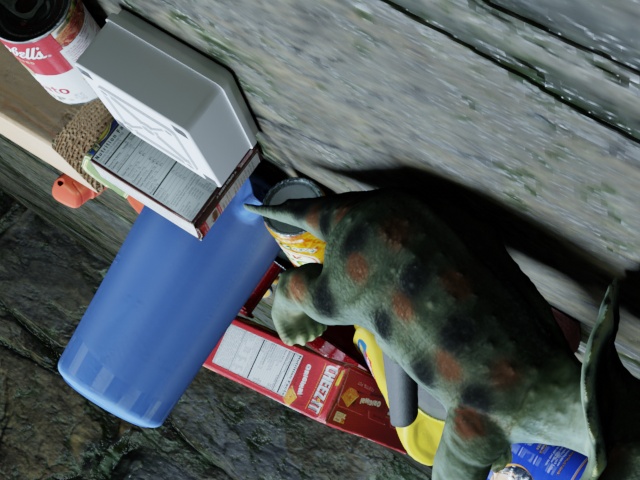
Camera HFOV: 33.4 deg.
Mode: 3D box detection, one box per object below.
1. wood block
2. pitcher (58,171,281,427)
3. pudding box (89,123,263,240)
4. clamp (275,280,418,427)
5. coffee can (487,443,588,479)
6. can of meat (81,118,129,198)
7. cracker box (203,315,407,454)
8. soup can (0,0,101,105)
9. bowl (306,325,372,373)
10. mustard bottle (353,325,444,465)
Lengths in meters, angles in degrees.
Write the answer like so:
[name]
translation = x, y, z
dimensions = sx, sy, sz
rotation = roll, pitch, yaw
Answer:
[wood block]
translation = -0.278, -0.141, 1.058
dimensions = 0.206, 0.090, 0.090
rotation = 29, 167, 33
[pitcher]
translation = -0.131, 0.038, 0.963
dimensions = 0.145, 0.243, 0.149
rotation = 29, 175, 21
[pudding box]
translation = -0.119, -0.068, 0.881
dimensions = 0.113, 0.090, 0.039
rotation = 32, 168, 18
[clamp]
translation = 0.045, 0.050, 0.840
dimensions = 0.164, 0.036, 0.210
rotation = 43, 145, 11
[coffee can]
translation = 0.218, 0.220, 1.047
dimensions = 0.141, 0.102, 0.102
rotation = 26, 166, 42
[can of meat]
translation = -0.169, -0.088, 0.964
dimensions = 0.057, 0.084, 0.102
rotation = 37, 169, -9
[cracker box]
translation = -0.012, 0.158, 1.208
dimensions = 0.214, 0.072, 0.164
rotation = 18, 172, 41
[soup can]
translation = -0.202, -0.156, 0.819
dimensions = 0.069, 0.068, 0.102
rotation = 31, 169, 21
[bowl]
translation = 0.034, 0.122, 1.313
dimensions = 0.162, 0.055, 0.162
rotation = 34, 169, 7
[mustard bottle]
translation = 0.078, 0.130, 1.088
dimensions = 0.096, 0.058, 0.192
rotation = 60, -178, -44
